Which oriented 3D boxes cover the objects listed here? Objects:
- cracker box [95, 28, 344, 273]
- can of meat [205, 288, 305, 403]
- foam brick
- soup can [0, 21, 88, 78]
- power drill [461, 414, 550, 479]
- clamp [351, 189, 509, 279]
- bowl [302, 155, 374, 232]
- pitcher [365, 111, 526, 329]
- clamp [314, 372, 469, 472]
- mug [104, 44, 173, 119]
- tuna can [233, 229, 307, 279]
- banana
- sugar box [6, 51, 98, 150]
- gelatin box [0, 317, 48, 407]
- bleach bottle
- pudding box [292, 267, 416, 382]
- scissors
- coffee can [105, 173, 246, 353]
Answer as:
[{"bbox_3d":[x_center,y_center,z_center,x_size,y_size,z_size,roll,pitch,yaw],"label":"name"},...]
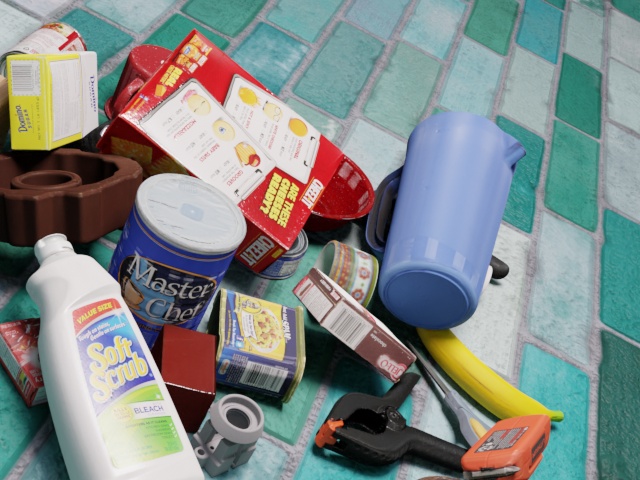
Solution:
[{"bbox_3d":[-0.100,-0.093,1.114,0.213,0.072,0.164,39,48,-11],"label":"cracker box"},{"bbox_3d":[-0.064,0.098,1.016,0.083,0.057,0.102,16,34,-15],"label":"can of meat"},{"bbox_3d":[-0.124,0.121,0.943,0.051,0.053,0.078,17,35,-17],"label":"foam brick"},{"bbox_3d":[-0.318,-0.202,1.220,0.068,0.069,0.102,28,33,-1],"label":"soup can"},{"bbox_3d":[0.191,0.250,0.920,0.184,0.057,0.187,-22,94,-60],"label":"power drill"},{"bbox_3d":[0.135,-0.018,1.337,0.209,0.036,0.165,4,42,-29],"label":"clamp"},{"bbox_3d":[-0.019,-0.060,1.262,0.162,0.055,0.162,19,34,-14],"label":"bowl"},{"bbox_3d":[0.131,-0.019,1.198,0.145,0.149,0.242,21,48,-1],"label":"pitcher"},{"bbox_3d":[0.063,0.172,1.029,0.171,0.039,0.120,12,30,-36],"label":"clamp"},{"bbox_3d":[-0.204,-0.173,1.253,0.093,0.082,0.117,37,34,12],"label":"mug"},{"bbox_3d":[-0.058,0.001,1.171,0.086,0.034,0.086,19,34,-14],"label":"tuna can"},{"bbox_3d":[0.170,0.145,1.150,0.198,0.037,0.069,39,15,13],"label":"banana"},{"bbox_3d":[-0.274,-0.148,1.107,0.048,0.093,0.176,1,11,1],"label":"sugar box"},{"bbox_3d":[-0.226,0.098,0.919,0.089,0.030,0.073,-11,51,-44],"label":"gelatin box"},{"bbox_3d":[-0.186,0.104,0.866,0.102,0.068,0.251,-4,57,-42],"label":"bleach bottle"},{"bbox_3d":[0.033,0.084,1.064,0.113,0.039,0.090,42,0,-28],"label":"pudding box"},{"bbox_3d":[0.154,0.178,1.101,0.096,0.016,0.202,35,13,-30],"label":"scissors"},{"bbox_3d":[-0.141,0.024,0.980,0.102,0.140,0.103,20,34,-14],"label":"coffee can"}]
